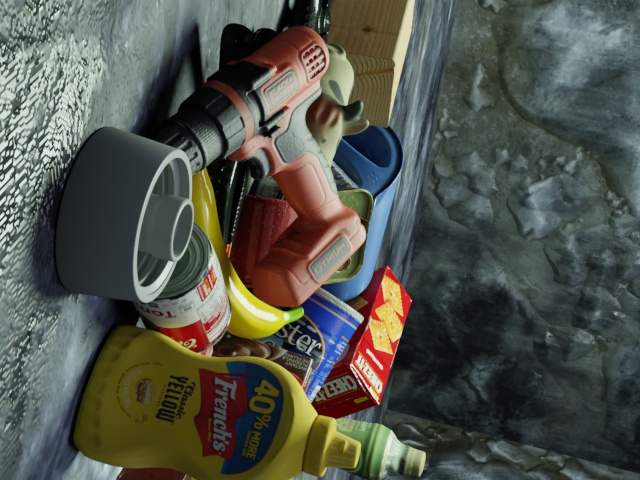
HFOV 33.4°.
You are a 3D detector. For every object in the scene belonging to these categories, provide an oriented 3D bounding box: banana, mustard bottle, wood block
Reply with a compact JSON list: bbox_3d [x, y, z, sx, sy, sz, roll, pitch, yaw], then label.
[{"bbox_3d":[-0.079,0.021,0.867,0.069,0.037,0.197,-59,137,-30],"label":"banana"},{"bbox_3d":[-0.066,0.125,0.740,0.058,0.192,0.096,84,21,-63],"label":"mustard bottle"},{"bbox_3d":[0.052,-0.229,1.218,0.206,0.091,0.090,-74,171,-48],"label":"wood block"}]

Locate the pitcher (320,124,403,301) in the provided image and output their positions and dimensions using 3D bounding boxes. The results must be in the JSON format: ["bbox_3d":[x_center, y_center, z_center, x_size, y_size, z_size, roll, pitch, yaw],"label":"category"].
[{"bbox_3d":[0.016,-0.040,1.258,0.149,0.145,0.243,-57,165,-31],"label":"pitcher"}]

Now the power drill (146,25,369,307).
[{"bbox_3d":[-0.041,-0.044,0.805,0.184,0.057,0.187,-42,130,-32],"label":"power drill"}]

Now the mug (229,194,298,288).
[{"bbox_3d":[-0.056,0.001,0.991,0.117,0.093,0.081,-171,-91,-69],"label":"mug"}]

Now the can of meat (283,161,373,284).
[{"bbox_3d":[0.003,-0.023,1.040,0.084,0.057,0.102,49,-40,49],"label":"can of meat"}]

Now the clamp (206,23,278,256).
[{"bbox_3d":[-0.071,-0.086,0.904,0.164,0.036,0.210,-63,165,-72],"label":"clamp"}]

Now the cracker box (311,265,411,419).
[{"bbox_3d":[0.012,0.137,1.329,0.072,0.164,0.213,55,30,-18],"label":"cracker box"}]

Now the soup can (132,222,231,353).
[{"bbox_3d":[-0.104,0.033,0.773,0.102,0.068,0.068,83,22,-63],"label":"soup can"}]

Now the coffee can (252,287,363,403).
[{"bbox_3d":[-0.036,0.109,1.057,0.140,0.103,0.103,-58,168,-5],"label":"coffee can"}]

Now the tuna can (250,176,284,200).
[{"bbox_3d":[-0.051,-0.029,1.105,0.086,0.034,0.086,13,90,-80],"label":"tuna can"}]

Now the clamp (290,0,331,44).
[{"bbox_3d":[-0.006,-0.227,1.074,0.120,0.039,0.171,-29,128,-67],"label":"clamp"}]

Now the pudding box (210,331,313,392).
[{"bbox_3d":[-0.072,0.132,0.957,0.090,0.113,0.039,-67,169,-46],"label":"pudding box"}]
